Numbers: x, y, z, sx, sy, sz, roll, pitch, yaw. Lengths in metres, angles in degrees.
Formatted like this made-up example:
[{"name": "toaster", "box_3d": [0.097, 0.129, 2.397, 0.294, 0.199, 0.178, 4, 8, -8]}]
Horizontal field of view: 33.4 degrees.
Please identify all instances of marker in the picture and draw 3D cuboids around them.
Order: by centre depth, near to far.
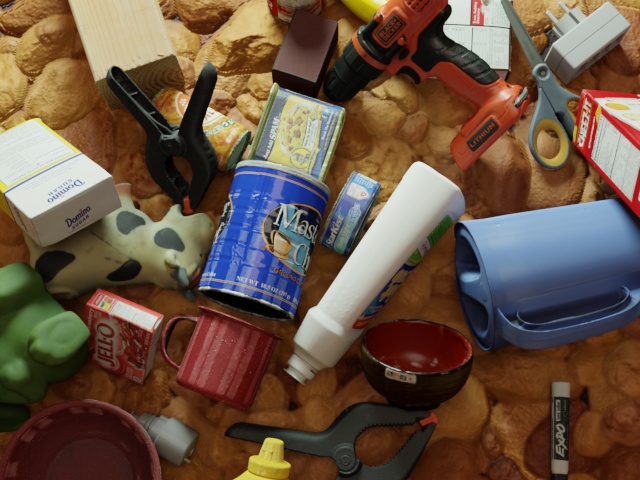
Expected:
[{"name": "marker", "box_3d": [0.245, 0.205, 1.088, 0.020, 0.020, 0.121, 4, 76, 1]}]

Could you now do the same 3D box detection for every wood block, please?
[{"name": "wood block", "box_3d": [-0.226, -0.262, 1.169, 0.091, 0.090, 0.206, -19, 77, -4]}]

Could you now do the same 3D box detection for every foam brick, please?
[{"name": "foam brick", "box_3d": [-0.016, -0.204, 1.172, 0.051, 0.053, 0.078, 19, 77, 5]}]

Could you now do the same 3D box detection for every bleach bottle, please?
[{"name": "bleach bottle", "box_3d": [0.050, 0.041, 1.099, 0.068, 0.102, 0.251, 36, 85, 14]}]

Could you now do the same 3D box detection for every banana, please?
[{"name": "banana", "box_3d": [0.047, -0.285, 1.185, 0.037, 0.070, 0.198, -17, 64, -43]}]

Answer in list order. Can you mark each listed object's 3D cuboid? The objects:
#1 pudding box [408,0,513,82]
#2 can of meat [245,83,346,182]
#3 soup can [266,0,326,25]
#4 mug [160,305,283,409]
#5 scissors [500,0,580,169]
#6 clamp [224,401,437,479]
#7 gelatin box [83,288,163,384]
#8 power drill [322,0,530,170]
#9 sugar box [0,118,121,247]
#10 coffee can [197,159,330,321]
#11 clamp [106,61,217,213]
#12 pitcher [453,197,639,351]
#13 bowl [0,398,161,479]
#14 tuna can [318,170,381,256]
[{"name": "pudding box", "box_3d": [0.156, -0.225, 1.185, 0.113, 0.039, 0.090, 4, 78, 3]}, {"name": "can of meat", "box_3d": [-0.026, -0.107, 1.147, 0.084, 0.057, 0.102, 18, 78, 2]}, {"name": "soup can", "box_3d": [-0.027, -0.287, 1.167, 0.068, 0.102, 0.068, 0, 77, 0]}, {"name": "mug", "box_3d": [-0.106, 0.116, 1.076, 0.117, 0.093, 0.081, 21, 82, 1]}, {"name": "scissors", "box_3d": [0.231, -0.162, 1.158, 0.096, 0.016, 0.202, -43, 94, -3]}, {"name": "clamp", "box_3d": [0.025, 0.233, 1.073, 0.210, 0.036, 0.164, -19, 78, 0]}, {"name": "gelatin box", "box_3d": [-0.203, 0.099, 1.082, 0.073, 0.089, 0.030, 23, 43, 4]}, {"name": "power drill", "box_3d": [0.112, -0.165, 1.131, 0.187, 0.185, 0.057, 43, 36, -3]}, {"name": "sugar box", "box_3d": [-0.286, -0.062, 1.087, 0.093, 0.048, 0.176, -31, 44, -23]}, {"name": "coffee can", "box_3d": [-0.057, 0.001, 1.097, 0.103, 0.103, 0.140, 16, 77, 4]}, {"name": "clamp", "box_3d": [-0.142, -0.110, 1.102, 0.120, 0.171, 0.039, -4, 32, 28]}, {"name": "pitcher", "box_3d": [0.264, 0.029, 1.073, 0.242, 0.145, 0.149, -12, 77, -6]}, {"name": "bowl", "box_3d": [-0.236, 0.241, 1.062, 0.162, 0.055, 0.162, 0, 76, 0]}, {"name": "tuna can", "box_3d": [0.032, -0.027, 1.112, 0.034, 0.086, 0.086, 26, 78, 5]}]
